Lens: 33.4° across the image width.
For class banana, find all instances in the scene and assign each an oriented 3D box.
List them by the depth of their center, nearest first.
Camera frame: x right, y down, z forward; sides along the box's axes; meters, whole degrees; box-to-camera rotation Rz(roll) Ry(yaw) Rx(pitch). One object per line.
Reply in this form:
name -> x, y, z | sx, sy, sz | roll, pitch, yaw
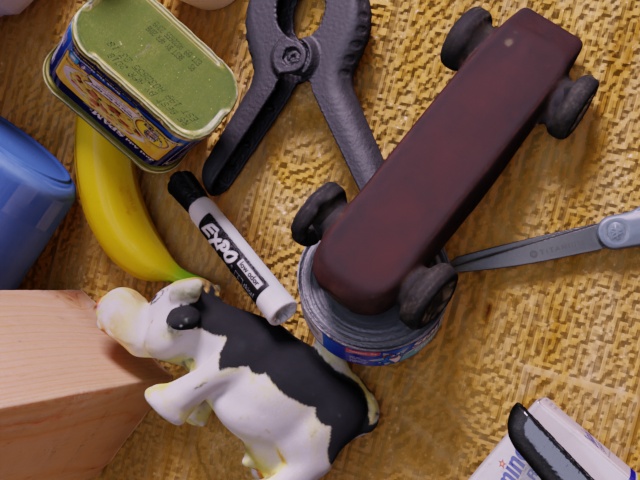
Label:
banana -> -0.121, -0.059, 0.671 | 0.069, 0.037, 0.198 | -9, 88, -13

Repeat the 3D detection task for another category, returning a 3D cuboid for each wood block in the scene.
wood block -> -0.182, 0.088, 0.592 | 0.091, 0.206, 0.090 | 40, 99, 15

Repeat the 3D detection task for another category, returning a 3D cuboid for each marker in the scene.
marker -> -0.054, 0.001, 0.622 | 0.020, 0.020, 0.121 | -46, 60, 11

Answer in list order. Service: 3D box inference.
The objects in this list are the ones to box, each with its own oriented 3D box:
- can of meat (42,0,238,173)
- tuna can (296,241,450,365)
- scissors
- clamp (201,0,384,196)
can of meat -> -0.103, -0.092, 0.612 | 0.102, 0.084, 0.057 | 41, 70, -12
tuna can -> 0.030, 0.027, 0.602 | 0.086, 0.034, 0.086 | -1, 66, 1
scissors -> 0.171, -0.024, 0.586 | 0.202, 0.016, 0.096 | 3, 87, 18
clamp -> -0.001, -0.099, 0.631 | 0.120, 0.039, 0.171 | 14, 96, 17
